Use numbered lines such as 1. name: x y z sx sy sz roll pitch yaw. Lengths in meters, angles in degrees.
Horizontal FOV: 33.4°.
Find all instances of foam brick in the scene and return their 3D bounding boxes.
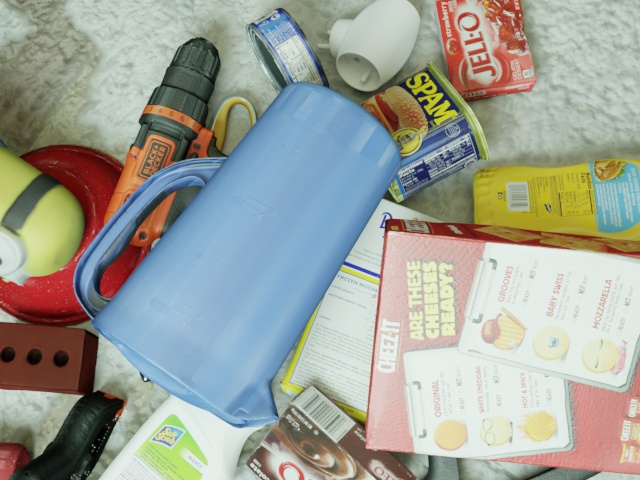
1. foam brick: -0.227 0.097 0.873 0.078 0.051 0.053 3 78 4

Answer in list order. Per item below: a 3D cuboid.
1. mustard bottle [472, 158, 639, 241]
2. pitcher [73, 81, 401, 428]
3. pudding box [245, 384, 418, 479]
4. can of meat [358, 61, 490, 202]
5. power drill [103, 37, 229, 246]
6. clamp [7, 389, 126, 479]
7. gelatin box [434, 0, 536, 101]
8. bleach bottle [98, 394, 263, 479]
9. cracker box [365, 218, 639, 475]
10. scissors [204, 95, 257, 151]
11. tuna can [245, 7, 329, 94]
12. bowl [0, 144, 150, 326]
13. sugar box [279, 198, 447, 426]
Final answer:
1. mustard bottle: 0.220 -0.023 0.852 0.192 0.058 0.096 -5 46 11
2. pitcher: -0.055 0.001 0.783 0.149 0.145 0.242 41 75 -28
3. pudding box: 0.008 0.179 0.826 0.113 0.090 0.039 43 38 12
4. can of meat: 0.078 -0.089 0.880 0.084 0.057 0.102 -28 45 0
5. power drill: -0.064 -0.059 0.882 0.187 0.057 0.184 21 79 -2
6. clamp: -0.201 0.183 0.820 0.039 0.171 0.120 28 117 5
7. gelatin box: 0.141 -0.167 0.922 0.073 0.030 0.089 -8 77 1
8. bleach bottle: -0.115 0.195 0.832 0.102 0.068 0.251 37 85 12
9. cracker box: 0.146 0.076 0.784 0.213 0.072 0.164 5 101 1
10. scissors: -0.117 -0.037 0.911 0.096 0.016 0.201 22 82 2
11. tuna can: -0.027 -0.152 0.899 0.033 0.086 0.086 -31 78 -6
12. bowl: -0.226 -0.011 0.895 0.162 0.055 0.162 -1 78 3
13. sugar box: 0.042 0.057 0.872 0.093 0.048 0.176 22 76 7
